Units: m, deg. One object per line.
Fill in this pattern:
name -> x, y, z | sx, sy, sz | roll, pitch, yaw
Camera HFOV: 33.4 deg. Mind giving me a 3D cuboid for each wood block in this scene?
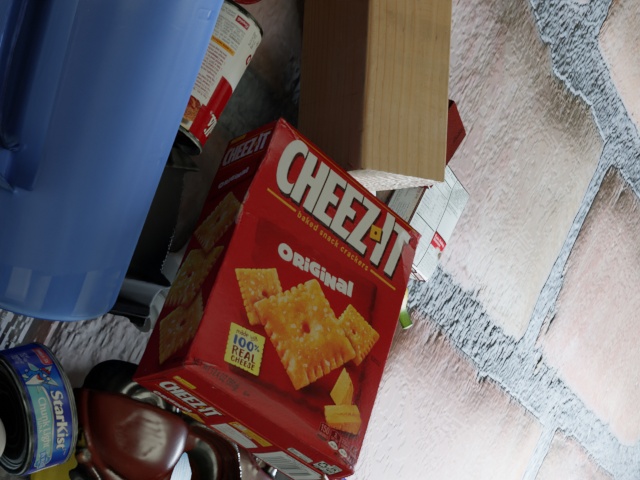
wood block -> 0.044, -0.149, 0.866 | 0.090, 0.091, 0.206 | 6, 84, -38

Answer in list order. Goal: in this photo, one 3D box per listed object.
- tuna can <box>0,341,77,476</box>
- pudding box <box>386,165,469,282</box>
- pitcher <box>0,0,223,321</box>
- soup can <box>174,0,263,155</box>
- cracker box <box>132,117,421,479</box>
tuna can -> -0.199, 0.113, 0.716 | 0.033, 0.086, 0.086 | -11, 114, -40
pudding box -> 0.104, -0.025, 1.106 | 0.090, 0.039, 0.113 | 44, 68, -51
pitcher -> -0.153, -0.078, 0.649 | 0.149, 0.145, 0.243 | 13, 103, -27
soup can -> -0.093, -0.122, 0.771 | 0.068, 0.069, 0.102 | 44, 69, -52
cracker box -> -0.021, 0.044, 0.776 | 0.164, 0.072, 0.213 | 38, 54, -28
